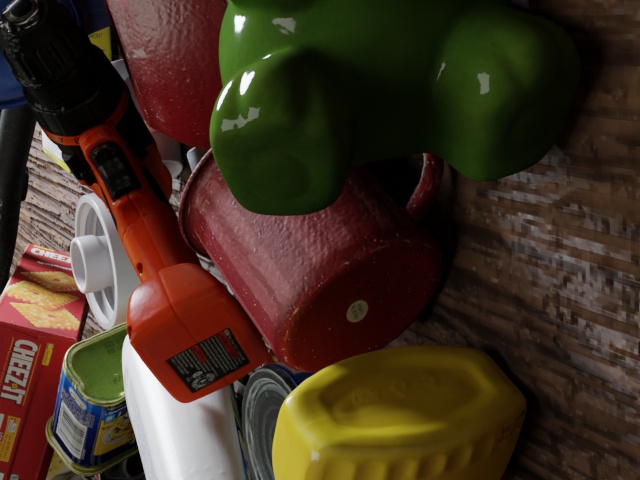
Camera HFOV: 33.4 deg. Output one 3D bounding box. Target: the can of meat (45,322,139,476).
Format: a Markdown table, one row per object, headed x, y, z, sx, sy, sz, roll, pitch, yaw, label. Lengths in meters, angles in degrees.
| x | y | z | sx | sy | sz | roll | pitch | yaw | label |
| --- | --- | --- | --- | --- | --- | --- | --- | --- | --- |
| -0.133 | 0.102 | 0.733 | 0.057 | 0.101 | 0.084 | 46 | 139 | 23 | can of meat |

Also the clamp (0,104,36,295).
| x | y | z | sx | sy | sz | roll | pitch | yaw | label |
| --- | --- | --- | --- | --- | --- | --- | --- | --- | --- |
| -0.255 | -0.057 | 0.863 | 0.165 | 0.036 | 0.210 | -118 | 39 | -56 | clamp |

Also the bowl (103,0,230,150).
| x | y | z | sx | sy | sz | roll | pitch | yaw | label |
| --- | --- | --- | --- | --- | --- | --- | --- | --- | --- |
| -0.075 | -0.109 | 0.538 | 0.162 | 0.055 | 0.162 | 161 | 90 | -82 | bowl |

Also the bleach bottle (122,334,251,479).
| x | y | z | sx | sy | sz | roll | pitch | yaw | label |
| --- | --- | --- | --- | --- | --- | --- | --- | --- | --- |
| -0.061 | 0.147 | 0.576 | 0.251 | 0.068 | 0.102 | -116 | 18 | -57 | bleach bottle |

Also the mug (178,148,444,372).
| x | y | z | sx | sy | sz | roll | pitch | yaw | label |
| --- | --- | --- | --- | --- | --- | --- | --- | --- | --- |
| 0.006 | -0.007 | 0.452 | 0.117 | 0.093 | 0.081 | -46 | 55 | 15 | mug |

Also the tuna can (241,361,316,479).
| x | y | z | sx | sy | sz | roll | pitch | yaw | label |
| --- | --- | --- | --- | --- | --- | --- | --- | --- | --- |
| -0.005 | 0.098 | 0.510 | 0.086 | 0.033 | 0.086 | 29 | 123 | 56 | tuna can |

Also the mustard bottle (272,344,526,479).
| x | y | z | sx | sy | sz | roll | pitch | yaw | label |
| --- | --- | --- | --- | --- | --- | --- | --- | --- | --- |
| 0.020 | 0.134 | 0.450 | 0.058 | 0.096 | 0.192 | 50 | 142 | 44 | mustard bottle |

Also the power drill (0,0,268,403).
| x | y | z | sx | sy | sz | roll | pitch | yaw | label |
| --- | --- | --- | --- | --- | --- | --- | --- | --- | --- |
| -0.098 | -0.019 | 0.562 | 0.188 | 0.057 | 0.184 | 62 | 178 | 30 | power drill |

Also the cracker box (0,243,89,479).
| x | y | z | sx | sy | sz | roll | pitch | yaw | label |
| --- | --- | --- | --- | --- | --- | --- | --- | --- | --- |
| -0.235 | 0.111 | 0.853 | 0.214 | 0.072 | 0.164 | -117 | 44 | -74 | cracker box |
